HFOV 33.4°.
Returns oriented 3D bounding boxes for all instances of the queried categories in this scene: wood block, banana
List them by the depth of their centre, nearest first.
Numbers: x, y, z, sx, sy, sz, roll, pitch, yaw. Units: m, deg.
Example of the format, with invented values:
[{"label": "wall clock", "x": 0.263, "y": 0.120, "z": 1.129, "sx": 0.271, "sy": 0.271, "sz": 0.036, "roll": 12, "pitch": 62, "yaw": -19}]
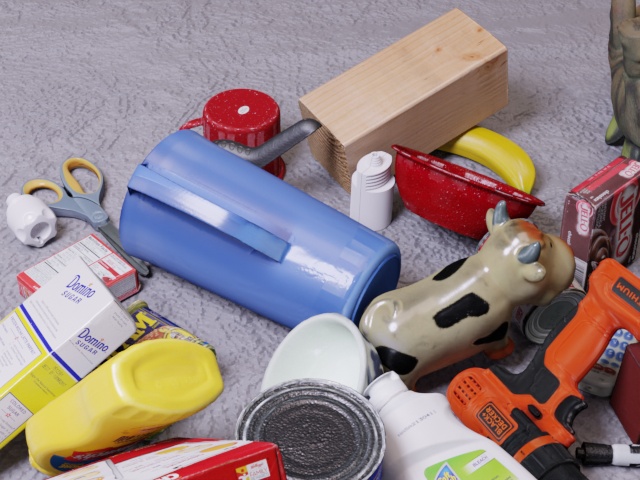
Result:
[{"label": "wood block", "x": 0.090, "y": -0.147, "z": 1.135, "sx": 0.206, "sy": 0.091, "sz": 0.090, "roll": -32, "pitch": 54, "yaw": -12}, {"label": "banana", "x": 0.161, "y": -0.099, "z": 1.164, "sx": 0.198, "sy": 0.037, "sz": 0.069, "roll": 31, "pitch": 49, "yaw": 29}]

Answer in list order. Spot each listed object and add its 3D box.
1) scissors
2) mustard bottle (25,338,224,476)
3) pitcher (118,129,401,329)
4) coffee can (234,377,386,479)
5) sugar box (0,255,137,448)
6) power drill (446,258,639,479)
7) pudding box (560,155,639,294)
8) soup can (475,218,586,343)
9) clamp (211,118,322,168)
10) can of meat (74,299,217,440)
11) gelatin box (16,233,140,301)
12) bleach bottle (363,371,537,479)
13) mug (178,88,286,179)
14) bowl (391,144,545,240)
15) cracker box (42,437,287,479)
[{"label": "scissors", "x": -0.244, "y": -0.019, "z": 1.078, "sx": 0.096, "sy": 0.016, "sz": 0.202, "roll": -15, "pitch": 44, "yaw": -15}, {"label": "mustard bottle", "x": -0.164, "y": 0.134, "z": 0.798, "sx": 0.096, "sy": 0.192, "sz": 0.058, "roll": -3, "pitch": 66, "yaw": -47}, {"label": "pitcher", "x": -0.056, "y": 0.001, "z": 0.966, "sx": 0.243, "sy": 0.145, "sz": 0.149, "roll": 26, "pitch": 40, "yaw": 20}, {"label": "coffee can", "x": -0.008, "y": 0.182, "z": 0.758, "sx": 0.103, "sy": 0.140, "sz": 0.103, "roll": 1, "pitch": 41, "yaw": -1}, {"label": "sugar box", "x": -0.237, "y": 0.098, "z": 0.860, "sx": 0.176, "sy": 0.048, "sz": 0.093, "roll": -39, "pitch": 37, "yaw": -10}, {"label": "power drill", "x": 0.208, "y": 0.118, "z": 0.832, "sx": 0.187, "sy": 0.057, "sz": 0.185, "roll": -45, "pitch": 44, "yaw": 2}, {"label": "pudding box", "x": 0.266, "y": -0.013, "z": 1.010, "sx": 0.089, "sy": 0.113, "sz": 0.039, "roll": -31, "pitch": 47, "yaw": -31}, {"label": "soup can", "x": 0.195, "y": 0.037, "z": 0.986, "sx": 0.068, "sy": 0.068, "sz": 0.102, "roll": -12, "pitch": 43, "yaw": -15}, {"label": "clamp", "x": -0.068, "y": -0.054, "z": 1.079, "sx": 0.172, "sy": 0.120, "sz": 0.039, "roll": -6, "pitch": 12, "yaw": 23}, {"label": "can of meat", "x": -0.149, "y": 0.110, "z": 0.902, "sx": 0.084, "sy": 0.057, "sz": 0.102, "roll": 27, "pitch": 48, "yaw": 23}, {"label": "gelatin box", "x": -0.226, "y": 0.039, "z": 1.000, "sx": 0.089, "sy": 0.030, "sz": 0.073, "roll": -32, "pitch": 50, "yaw": -32}, {"label": "bleach bottle", "x": 0.123, "y": 0.194, "z": 0.757, "sx": 0.102, "sy": 0.068, "sz": 0.251, "roll": -26, "pitch": 64, "yaw": -27}, {"label": "mug", "x": -0.095, "y": -0.107, "z": 1.132, "sx": 0.117, "sy": 0.081, "sz": 0.093, "roll": -1, "pitch": 41, "yaw": -3}, {"label": "bowl", "x": 0.136, "y": -0.042, "z": 1.051, "sx": 0.162, "sy": 0.055, "sz": 0.162, "roll": 20, "pitch": 10, "yaw": -4}, {"label": "cracker box", "x": -0.128, "y": 0.182, "z": 0.676, "sx": 0.164, "sy": 0.214, "sz": 0.072, "roll": -15, "pitch": 88, "yaw": -24}]
